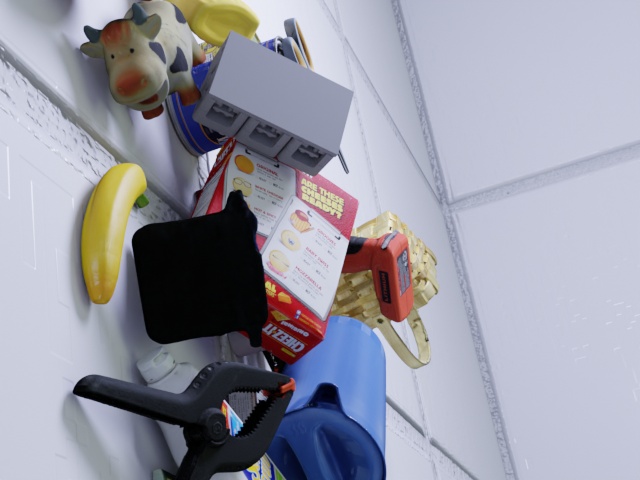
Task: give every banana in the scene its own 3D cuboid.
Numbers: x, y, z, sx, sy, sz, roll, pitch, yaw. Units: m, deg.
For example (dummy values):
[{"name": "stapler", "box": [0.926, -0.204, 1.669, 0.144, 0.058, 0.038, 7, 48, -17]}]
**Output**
[{"name": "banana", "box": [-0.181, -0.021, 0.952, 0.197, 0.037, 0.069, -82, 151, -61]}]

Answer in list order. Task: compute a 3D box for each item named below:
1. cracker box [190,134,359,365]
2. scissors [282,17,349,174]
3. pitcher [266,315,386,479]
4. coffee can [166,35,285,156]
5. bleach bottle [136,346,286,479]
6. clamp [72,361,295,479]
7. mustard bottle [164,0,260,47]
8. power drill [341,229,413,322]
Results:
[{"name": "cracker box", "box": [-0.057, 0.001, 1.132, 0.164, 0.072, 0.213, 33, 42, -17]}, {"name": "scissors", "box": [-0.007, -0.164, 1.261, 0.096, 0.016, 0.202, -53, 125, -72]}, {"name": "pitcher", "box": [0.007, 0.185, 1.116, 0.145, 0.149, 0.242, 49, 19, -12]}, {"name": "coffee can", "box": [-0.096, -0.168, 1.248, 0.102, 0.140, 0.103, -17, 90, -76]}, {"name": "bleach bottle", "box": [-0.085, 0.206, 0.955, 0.251, 0.068, 0.102, 58, 17, -15]}, {"name": "clamp", "box": [-0.097, 0.168, 0.885, 0.209, 0.036, 0.164, -14, 90, -45]}, {"name": "mustard bottle", "box": [-0.156, -0.297, 1.242, 0.096, 0.058, 0.192, 4, 35, -47]}, {"name": "power drill", "box": [0.016, 0.052, 1.297, 0.057, 0.188, 0.184, -48, 137, -54]}]
